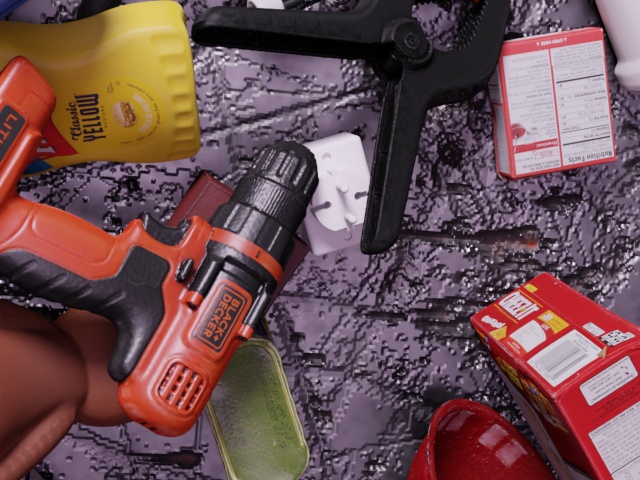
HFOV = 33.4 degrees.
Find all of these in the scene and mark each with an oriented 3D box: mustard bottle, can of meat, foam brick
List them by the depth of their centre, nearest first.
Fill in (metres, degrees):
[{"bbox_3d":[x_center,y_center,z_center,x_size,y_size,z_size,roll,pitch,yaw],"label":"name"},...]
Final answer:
[{"bbox_3d":[-0.168,-0.081,0.615,0.191,0.058,0.096,-8,135,-8],"label":"mustard bottle"},{"bbox_3d":[-0.054,0.001,0.660,0.078,0.053,0.051,35,92,-13],"label":"foam brick"},{"bbox_3d":[-0.046,0.096,0.661,0.057,0.084,0.102,-19,103,-7],"label":"can of meat"}]

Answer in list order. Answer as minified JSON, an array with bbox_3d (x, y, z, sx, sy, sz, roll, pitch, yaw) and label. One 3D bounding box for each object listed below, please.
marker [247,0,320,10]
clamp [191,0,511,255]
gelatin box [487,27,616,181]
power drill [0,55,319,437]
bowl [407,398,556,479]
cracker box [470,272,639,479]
[{"bbox_3d":[0.011,-0.160,0.647,0.121,0.020,0.020,-29,104,-20],"label":"marker"},{"bbox_3d":[0.048,-0.099,0.626,0.209,0.036,0.164,-32,90,-28],"label":"clamp"},{"bbox_3d":[0.148,-0.088,0.692,0.073,0.030,0.089,-11,102,-9],"label":"gelatin box"},{"bbox_3d":[-0.103,-0.014,0.570,0.187,0.057,0.184,34,68,-19],"label":"power drill"},{"bbox_3d":[0.104,0.186,0.686,0.055,0.162,0.162,-37,106,28],"label":"bowl"},{"bbox_3d":[0.191,0.138,0.669,0.072,0.164,0.213,-32,103,-1],"label":"cracker box"}]
